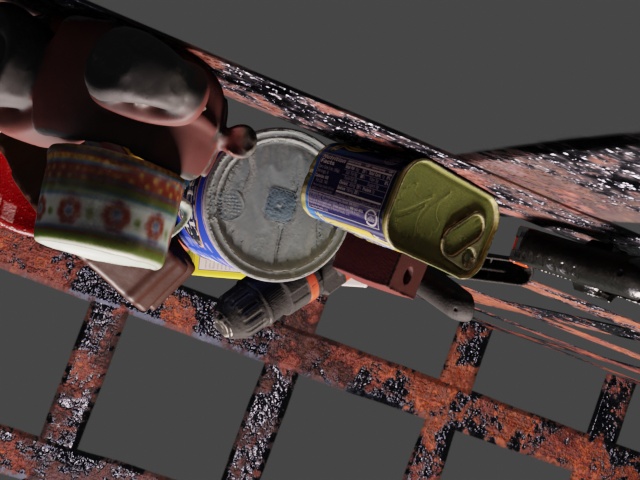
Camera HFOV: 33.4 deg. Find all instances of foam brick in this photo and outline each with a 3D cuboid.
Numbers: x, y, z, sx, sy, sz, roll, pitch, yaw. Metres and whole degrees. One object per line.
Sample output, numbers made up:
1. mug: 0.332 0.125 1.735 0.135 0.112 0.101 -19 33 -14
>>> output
1. foam brick: 0.053 -0.002 0.801 0.051 0.078 0.053 21 177 28

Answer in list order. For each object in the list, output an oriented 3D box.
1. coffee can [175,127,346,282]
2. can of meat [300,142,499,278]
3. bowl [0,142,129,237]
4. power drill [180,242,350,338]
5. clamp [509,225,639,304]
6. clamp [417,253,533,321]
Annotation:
1. coffee can: -0.049 -0.028 0.769 0.102 0.103 0.140 22 177 -19
2. can of meat: 0.050 -0.021 0.684 0.101 0.057 0.084 23 178 -44
3. bowl: -0.231 -0.061 0.954 0.162 0.055 0.162 -2 150 -1
4. power drill: -0.056 0.001 0.911 0.188 0.184 0.057 26 139 43
5. clamp: 0.179 0.018 0.687 0.120 0.039 0.172 25 175 -42
6. clamp: 0.071 0.018 0.941 0.210 0.036 0.164 16 -164 19
